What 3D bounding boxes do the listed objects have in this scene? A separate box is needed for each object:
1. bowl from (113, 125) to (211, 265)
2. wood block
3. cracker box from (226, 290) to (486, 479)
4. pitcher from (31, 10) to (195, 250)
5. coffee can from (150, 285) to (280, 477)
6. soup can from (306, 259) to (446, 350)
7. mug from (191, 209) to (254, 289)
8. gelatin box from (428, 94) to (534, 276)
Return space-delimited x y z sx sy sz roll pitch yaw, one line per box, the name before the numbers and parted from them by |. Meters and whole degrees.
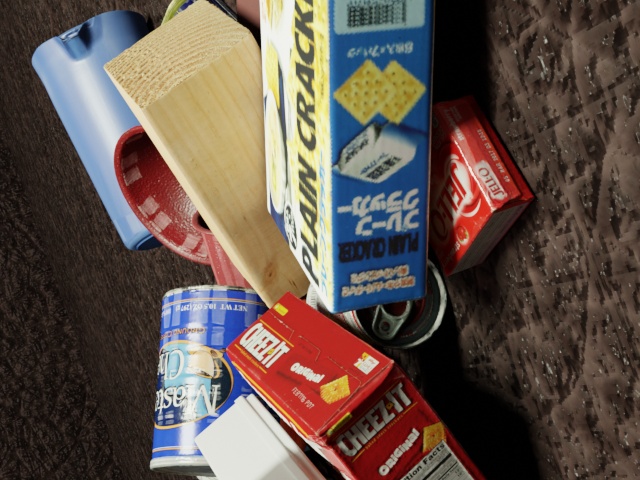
bowl | -0.123 -0.055 1.042 0.162 0.055 0.162 24 138 23
wood block | -0.058 -0.058 0.781 0.091 0.090 0.206 44 168 52
cracker box | 0.044 0.149 0.716 0.213 0.072 0.164 52 169 -25
pitcher | -0.206 -0.116 1.174 0.145 0.148 0.243 -32 80 48
coffee can | -0.081 0.117 0.864 0.103 0.102 0.140 133 141 -68
soup can | 0.036 0.042 0.752 0.102 0.068 0.068 -13 95 70
mug | -0.056 0.001 0.944 0.117 0.093 0.081 -80 -22 -62
gelatin box | 0.081 -0.031 0.625 0.073 0.030 0.089 64 159 19
